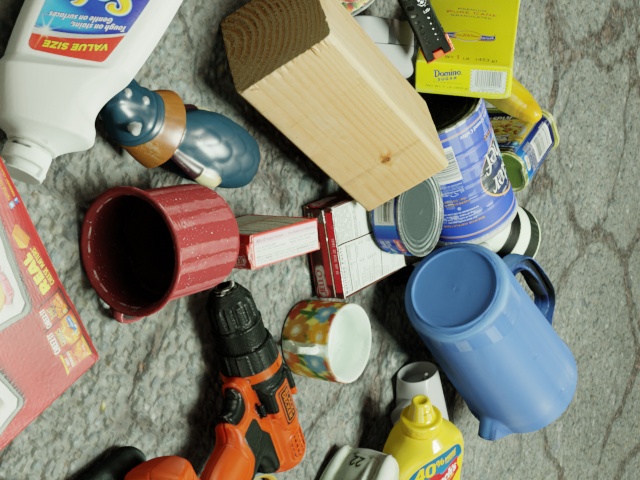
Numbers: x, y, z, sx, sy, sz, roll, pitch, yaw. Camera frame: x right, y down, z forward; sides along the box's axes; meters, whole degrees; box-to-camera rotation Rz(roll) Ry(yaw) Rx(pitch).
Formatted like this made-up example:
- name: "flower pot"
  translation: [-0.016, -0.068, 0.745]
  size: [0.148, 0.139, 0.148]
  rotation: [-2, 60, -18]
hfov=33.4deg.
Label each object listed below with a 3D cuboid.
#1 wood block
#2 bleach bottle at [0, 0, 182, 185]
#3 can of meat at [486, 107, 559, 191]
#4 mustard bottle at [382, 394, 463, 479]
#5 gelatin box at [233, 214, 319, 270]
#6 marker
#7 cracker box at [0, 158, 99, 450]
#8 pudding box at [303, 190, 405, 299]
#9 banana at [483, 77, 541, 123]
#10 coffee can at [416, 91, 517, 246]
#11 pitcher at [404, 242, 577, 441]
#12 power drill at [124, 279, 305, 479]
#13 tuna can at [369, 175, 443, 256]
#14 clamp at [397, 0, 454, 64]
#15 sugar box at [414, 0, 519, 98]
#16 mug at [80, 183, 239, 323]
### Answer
- name: "wood block"
  translation: [0.016, -0.122, 0.910]
  size: [0.205, 0.091, 0.090]
  rotation: [40, 27, -48]
- name: "bleach bottle"
  translation: [-0.145, -0.151, 0.718]
  size: [0.102, 0.068, 0.250]
  rotation: [23, 72, -11]
- name: "can of meat"
  translation: [0.199, -0.100, 1.178]
  size: [0.083, 0.102, 0.057]
  rotation: [-51, 131, -36]
- name: "mustard bottle"
  translation: [0.103, 0.232, 1.075]
  size: [0.096, 0.058, 0.192]
  rotation: [-26, 129, -28]
- name: "gelatin box"
  translation: [-0.056, 0.001, 0.864]
  size: [0.089, 0.073, 0.030]
  rotation: [-18, 107, -52]
- name: "marker"
  translation: [0.124, 0.025, 1.115]
  size: [0.121, 0.020, 0.020]
  rotation: [-15, 107, -23]
- name: "cracker box"
  translation: [-0.248, 0.065, 0.613]
  size: [0.213, 0.072, 0.164]
  rotation: [-45, 127, -40]
- name: "pudding box"
  translation: [0.034, -0.002, 1.016]
  size: [0.113, 0.039, 0.090]
  rotation: [-23, 110, -49]
- name: "banana"
  translation: [0.171, -0.171, 1.109]
  size: [0.069, 0.198, 0.037]
  rotation: [25, 105, -19]
- name: "coffee can"
  translation: [0.134, -0.078, 1.089]
  size: [0.102, 0.103, 0.140]
  rotation: [-53, 132, -36]
- name: "pitcher"
  translation: [0.182, 0.093, 1.122]
  size: [0.242, 0.145, 0.149]
  rotation: [50, 19, -51]
- name: "power drill"
  translation: [-0.078, 0.149, 0.839]
  size: [0.187, 0.057, 0.184]
  rotation: [-53, 132, -50]
- name: "tuna can"
  translation: [0.082, -0.028, 1.014]
  size: [0.085, 0.034, 0.086]
  rotation: [-4, 95, -54]
- name: "clamp"
  translation: [0.061, -0.257, 0.953]
  size: [0.210, 0.036, 0.164]
  rotation: [57, 11, -32]
- name: "sugar box"
  translation: [0.151, -0.217, 1.068]
  size: [0.048, 0.093, 0.176]
  rotation: [86, 13, -51]
- name: "mug"
  translation: [-0.118, 0.012, 0.781]
  size: [0.081, 0.093, 0.117]
  rotation: [-16, 137, -57]
